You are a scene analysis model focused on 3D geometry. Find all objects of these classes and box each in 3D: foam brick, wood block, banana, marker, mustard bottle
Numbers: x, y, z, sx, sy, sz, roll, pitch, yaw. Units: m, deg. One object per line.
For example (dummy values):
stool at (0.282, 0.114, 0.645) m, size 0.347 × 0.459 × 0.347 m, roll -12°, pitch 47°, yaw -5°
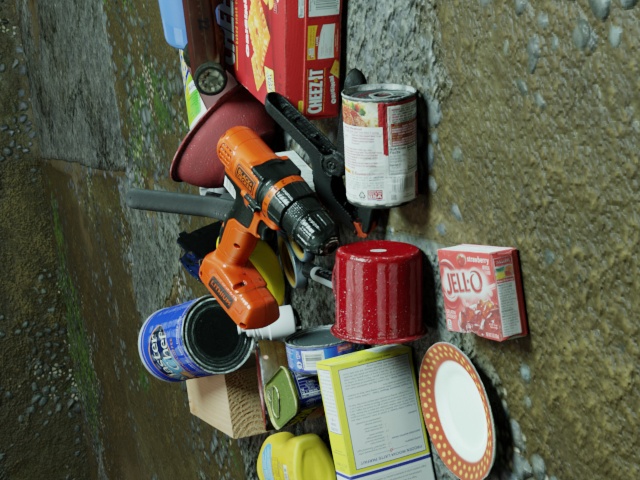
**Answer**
foam brick at (-0.125, -0.192, 1.323) m, size 0.053 × 0.051 × 0.078 m, roll 39°, pitch -154°, yaw -81°
wood block at (-0.118, 0.207, 1.495) m, size 0.206 × 0.090 × 0.091 m, roll -179°, pitch 79°, yaw -68°
banana at (-0.084, 0.027, 1.288) m, size 0.037 × 0.197 × 0.069 m, roll 15°, pitch 80°, yaw 25°
marker at (0.008, 0.043, 1.209) m, size 0.121 × 0.020 × 0.020 m, roll -160°, pitch 62°, yaw -64°
mustard bottle at (-0.040, 0.299, 1.388) m, size 0.192 × 0.058 × 0.096 m, roll 159°, pitch 98°, yaw -67°

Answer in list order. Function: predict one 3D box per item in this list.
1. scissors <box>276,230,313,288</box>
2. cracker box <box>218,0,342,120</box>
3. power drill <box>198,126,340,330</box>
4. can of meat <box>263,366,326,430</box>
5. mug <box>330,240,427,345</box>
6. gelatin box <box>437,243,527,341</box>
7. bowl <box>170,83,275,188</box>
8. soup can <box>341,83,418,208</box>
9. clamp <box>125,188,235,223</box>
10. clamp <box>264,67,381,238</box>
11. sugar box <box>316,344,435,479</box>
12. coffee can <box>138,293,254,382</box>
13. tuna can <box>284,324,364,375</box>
scissors at (-0.048, -0.041, 1.309) m, size 0.096 × 0.016 × 0.202 m, roll -44°, pitch 60°, yaw 62°
cracker box at (-0.049, -0.239, 1.150) m, size 0.214 × 0.072 × 0.164 m, roll -134°, pitch 40°, yaw -55°
power drill at (-0.057, 0.001, 1.099) m, size 0.185 × 0.057 × 0.188 m, roll 49°, pitch 136°, yaw 34°
can of meat at (-0.010, 0.173, 1.226) m, size 0.102 × 0.083 × 0.057 m, roll 126°, pitch 129°, yaw -60°
mug at (0.049, 0.045, 1.019) m, size 0.117 × 0.093 × 0.081 m, roll 18°, pitch 112°, yaw 57°
gelatin box at (0.133, 0.042, 0.894) m, size 0.089 × 0.030 × 0.073 m, roll -174°, pitch 75°, yaw -67°
bowl at (-0.105, -0.115, 1.279) m, size 0.055 × 0.161 × 0.162 m, roll 42°, pitch 148°, yaw 9°
soup can at (0.055, -0.087, 0.975) m, size 0.069 × 0.068 × 0.102 m, roll -145°, pitch 48°, yaw -60°
clamp at (-0.104, -0.039, 1.279) m, size 0.210 × 0.164 × 0.036 m, roll 8°, pitch 96°, yaw 24°
clamp at (0.009, -0.085, 1.060) m, size 0.120 × 0.039 × 0.171 m, roll 4°, pitch 116°, yaw 41°
sugar box at (0.058, 0.198, 1.064) m, size 0.048 × 0.093 × 0.176 m, roll 180°, pitch 81°, yaw -68°
coffee can at (-0.164, 0.129, 1.392) m, size 0.141 × 0.102 × 0.103 m, roll -19°, pitch 82°, yaw 56°
tuna can at (0.005, 0.118, 1.163) m, size 0.086 × 0.086 × 0.034 m, roll -167°, pitch 66°, yaw -66°
